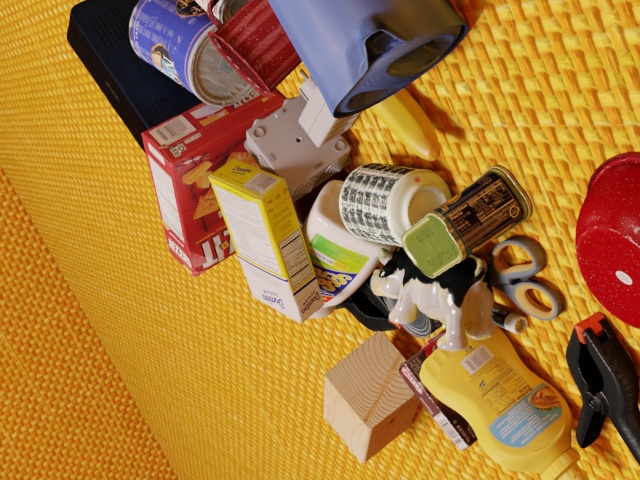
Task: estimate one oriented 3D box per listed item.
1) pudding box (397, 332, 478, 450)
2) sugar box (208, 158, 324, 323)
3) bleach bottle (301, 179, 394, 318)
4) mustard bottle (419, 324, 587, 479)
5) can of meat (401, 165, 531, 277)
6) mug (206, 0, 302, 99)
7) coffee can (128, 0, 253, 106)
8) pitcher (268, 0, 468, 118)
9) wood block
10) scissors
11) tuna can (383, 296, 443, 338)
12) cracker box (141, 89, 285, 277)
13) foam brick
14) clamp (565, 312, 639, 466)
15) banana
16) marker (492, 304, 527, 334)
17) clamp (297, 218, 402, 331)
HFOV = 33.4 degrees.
[{"bbox_3d":[0.153,0.156,1.154,0.113,0.090,0.039,53,159,8],"label":"pudding box"},{"bbox_3d":[-0.058,0.001,1.185,0.093,0.048,0.176,26,145,43],"label":"sugar box"},{"bbox_3d":[0.014,0.031,1.241,0.102,0.068,0.251,26,148,1],"label":"bleach bottle"},{"bbox_3d":[0.196,0.174,1.080,0.192,0.096,0.058,48,159,21],"label":"mustard bottle"},{"bbox_3d":[0.131,-0.014,0.979,0.057,0.083,0.102,55,158,4],"label":"can of meat"},{"bbox_3d":[-0.062,-0.213,1.083,0.117,0.081,0.093,45,176,1],"label":"mug"},{"bbox_3d":[-0.143,-0.228,1.236,0.140,0.102,0.103,37,151,41],"label":"coffee can"},{"bbox_3d":[0.008,-0.234,0.905,0.243,0.144,0.149,58,146,7],"label":"pitcher"},{"bbox_3d":[0.065,0.205,1.363,0.090,0.090,0.206,49,165,17],"label":"wood block"},{"bbox_3d":[0.178,0.050,1.058,0.096,0.016,0.202,55,158,6],"label":"scissors"},{"bbox_3d":[0.107,0.066,1.201,0.086,0.033,0.086,45,155,28],"label":"tuna can"},{"bbox_3d":[-0.117,-0.075,1.305,0.072,0.164,0.214,45,155,32],"label":"cracker box"},{"bbox_3d":[-0.003,-0.056,1.242,0.051,0.053,0.078,47,156,23],"label":"foam brick"},{"bbox_3d":[0.269,0.148,0.969,0.120,0.039,0.171,26,142,50],"label":"clamp"},{"bbox_3d":[0.047,-0.147,1.009,0.198,0.069,0.037,48,113,9],"label":"banana"},{"bbox_3d":[0.166,0.070,1.104,0.121,0.020,0.020,23,140,55],"label":"marker"},{"bbox_3d":[0.034,0.048,1.325,0.210,0.036,0.164,24,139,49],"label":"clamp"}]
